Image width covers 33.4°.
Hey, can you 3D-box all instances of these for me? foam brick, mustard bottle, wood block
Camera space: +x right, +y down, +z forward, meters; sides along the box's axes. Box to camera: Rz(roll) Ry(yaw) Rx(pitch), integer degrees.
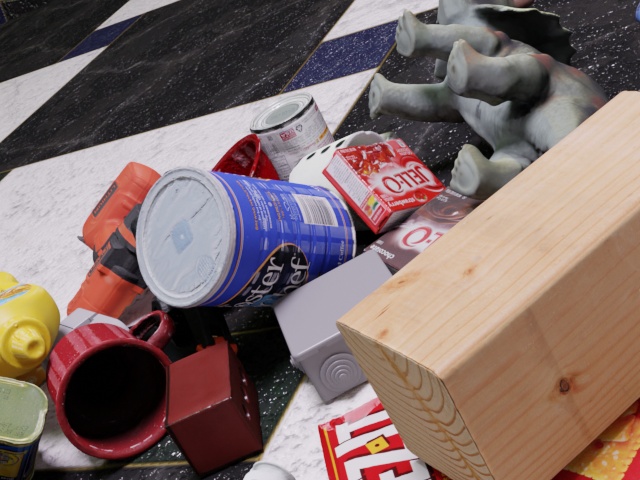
[{"bbox_3d":[-0.076,0.119,0.758,0.051,0.053,0.078,-26,27,5],"label":"foam brick"},{"bbox_3d":[-0.268,0.074,0.888,0.096,0.058,0.192,-37,23,-25],"label":"mustard bottle"},{"bbox_3d":[0.124,0.022,0.524,0.206,0.091,0.090,-37,26,-17],"label":"wood block"}]

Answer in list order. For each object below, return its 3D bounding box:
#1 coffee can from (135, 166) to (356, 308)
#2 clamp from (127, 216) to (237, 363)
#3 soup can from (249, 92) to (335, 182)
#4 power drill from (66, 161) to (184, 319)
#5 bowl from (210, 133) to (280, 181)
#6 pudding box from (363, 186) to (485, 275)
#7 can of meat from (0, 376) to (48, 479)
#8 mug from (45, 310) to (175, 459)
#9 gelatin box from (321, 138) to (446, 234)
[{"bbox_3d":[-0.055,0.001,0.821,0.103,0.103,0.140,-4,-5,41],"label":"coffee can"},{"bbox_3d":[-0.124,0.067,0.884,0.039,0.120,0.172,-7,32,-29],"label":"clamp"},{"bbox_3d":[-0.016,-0.079,1.007,0.068,0.102,0.068,-23,26,12],"label":"soup can"},{"bbox_3d":[-0.182,-0.015,1.041,0.184,0.057,0.188,-51,19,10],"label":"power drill"},{"bbox_3d":[-0.080,-0.014,0.960,0.162,0.055,0.162,-49,21,26],"label":"bowl"},{"bbox_3d":[0.100,0.009,0.802,0.090,0.039,0.114,-36,27,-15],"label":"pudding box"},{"bbox_3d":[-0.260,0.142,0.804,0.084,0.102,0.057,121,158,-50],"label":"can of meat"},{"bbox_3d":[-0.157,0.101,0.821,0.117,0.093,0.082,-53,25,-8],"label":"mug"},{"bbox_3d":[0.057,-0.046,0.872,0.089,0.073,0.030,-14,-34,-46],"label":"gelatin box"}]
